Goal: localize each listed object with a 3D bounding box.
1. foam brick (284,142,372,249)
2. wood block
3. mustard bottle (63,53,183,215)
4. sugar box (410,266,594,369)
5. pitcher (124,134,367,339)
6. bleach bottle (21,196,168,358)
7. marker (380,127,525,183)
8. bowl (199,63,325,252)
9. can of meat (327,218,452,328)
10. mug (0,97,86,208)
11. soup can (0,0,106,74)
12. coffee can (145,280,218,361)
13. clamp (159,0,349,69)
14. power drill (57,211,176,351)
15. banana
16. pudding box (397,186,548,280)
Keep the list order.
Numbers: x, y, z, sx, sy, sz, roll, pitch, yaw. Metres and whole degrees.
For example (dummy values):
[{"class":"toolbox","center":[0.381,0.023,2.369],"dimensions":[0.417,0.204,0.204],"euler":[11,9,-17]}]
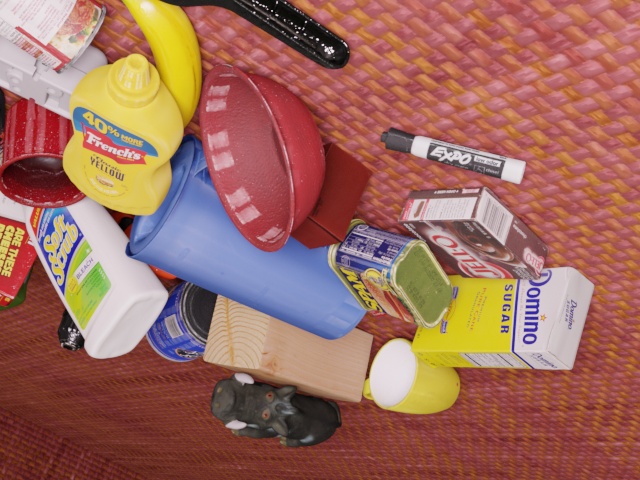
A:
[{"class":"foam brick","center":[0.001,-0.040,0.967],"dimensions":[0.053,0.078,0.051],"euler":[36,154,-26]},{"class":"wood block","center":[-0.035,0.130,1.297],"dimensions":[0.090,0.091,0.205],"euler":[3,165,38]},{"class":"mustard bottle","center":[-0.164,-0.094,0.896],"dimensions":[0.096,0.058,0.192],"euler":[30,150,-1]},{"class":"sugar box","center":[0.176,0.078,1.053],"dimensions":[0.048,0.093,0.177],"euler":[36,153,-30]},{"class":"pitcher","center":[-0.057,0.001,1.061],"dimensions":[0.242,0.145,0.149],"euler":[28,-179,-23]},{"class":"bleach bottle","center":[-0.262,-0.001,1.123],"dimensions":[0.251,0.103,0.067],"euler":[50,-153,25]},{"class":"marker","center":[0.108,-0.071,0.879],"dimensions":[0.121,0.020,0.020],"euler":[16,157,13]},{"class":"bowl","center":[-0.042,-0.074,0.897],"dimensions":[0.162,0.055,0.162],"euler":[42,141,45]},{"class":"can of meat","center":[0.069,0.033,1.013],"dimensions":[0.084,0.057,0.102],"euler":[17,154,44]},{"class":"mug","center":[-0.284,-0.087,1.066],"dimensions":[0.117,0.081,0.093],"euler":[-17,147,16]},{"class":"soup can","center":[-0.233,-0.190,0.855],"dimensions":[0.102,0.068,0.069],"euler":[35,154,-27]},{"class":"coffee can","center":[-0.158,0.098,1.380],"dimensions":[0.102,0.102,0.141],"euler":[30,156,-19]},{"class":"clamp","center":[-0.076,-0.197,0.740],"dimensions":[0.210,0.036,0.164],"euler":[19,157,7]},{"class":"power drill","center":[-0.220,0.027,1.201],"dimensions":[0.057,0.184,0.188],"euler":[34,145,-27]},{"class":"banana","center":[-0.130,-0.142,0.893],"dimensions":[0.070,0.037,0.198],"euler":[24,148,17]},{"class":"pudding box","center":[0.140,-0.004,0.970],"dimensions":[0.090,0.039,0.113],"euler":[-2,147,46]}]
